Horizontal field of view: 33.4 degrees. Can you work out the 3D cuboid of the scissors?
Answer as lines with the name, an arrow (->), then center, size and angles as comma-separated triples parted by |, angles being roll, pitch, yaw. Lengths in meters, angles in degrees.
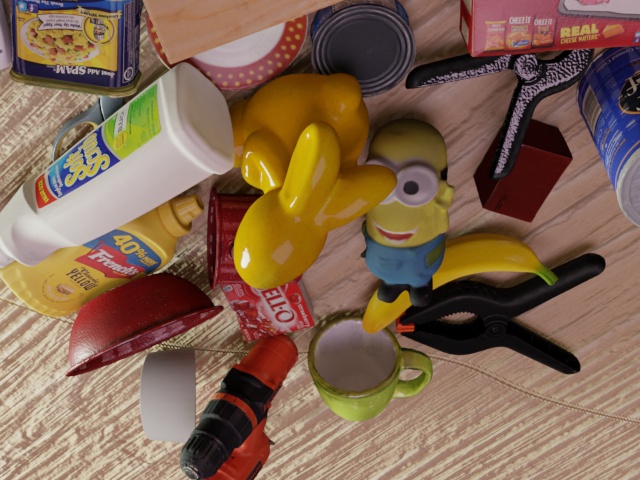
scissors -> -0.161, -0.117, 0.910 | 0.096, 0.016, 0.202 | 25, 125, -25

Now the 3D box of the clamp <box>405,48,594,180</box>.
clamp -> 0.157, -0.147, 0.879 | 0.120, 0.039, 0.171 | 36, 101, -15

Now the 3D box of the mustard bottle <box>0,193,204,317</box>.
mustard bottle -> -0.192, 0.004, 0.983 | 0.192, 0.058, 0.096 | -25, 138, 15

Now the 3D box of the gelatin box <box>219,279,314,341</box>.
gelatin box -> -0.052, 0.056, 1.057 | 0.073, 0.030, 0.089 | -14, 130, 7

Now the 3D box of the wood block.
wood block -> -0.028, -0.214, 0.765 | 0.206, 0.091, 0.090 | -19, 119, 4

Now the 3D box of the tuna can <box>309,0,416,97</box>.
tuna can -> 0.034, -0.162, 0.874 | 0.086, 0.034, 0.086 | -2, 131, -3

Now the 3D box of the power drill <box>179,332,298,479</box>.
power drill -> -0.090, 0.205, 1.096 | 0.057, 0.184, 0.188 | 29, 140, 11

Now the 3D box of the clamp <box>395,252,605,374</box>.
clamp -> 0.183, 0.087, 1.097 | 0.210, 0.036, 0.164 | -6, 131, 4

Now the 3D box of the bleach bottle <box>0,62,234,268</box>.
bleach bottle -> -0.188, -0.043, 0.892 | 0.251, 0.102, 0.068 | -31, 132, 21

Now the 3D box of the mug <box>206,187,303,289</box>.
mug -> -0.056, 0.001, 0.959 | 0.081, 0.117, 0.093 | 1, 101, -11

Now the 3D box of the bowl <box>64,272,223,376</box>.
bowl -> -0.176, 0.073, 1.014 | 0.162, 0.055, 0.162 | -24, 174, -3

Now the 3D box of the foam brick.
foam brick -> 0.180, -0.065, 0.957 | 0.053, 0.051, 0.078 | 16, 127, -16

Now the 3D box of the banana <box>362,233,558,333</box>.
banana -> 0.125, 0.036, 1.036 | 0.198, 0.037, 0.069 | -16, 89, 18

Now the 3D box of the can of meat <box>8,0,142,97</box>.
can of meat -> -0.190, -0.165, 0.829 | 0.102, 0.057, 0.084 | 8, 123, 0
